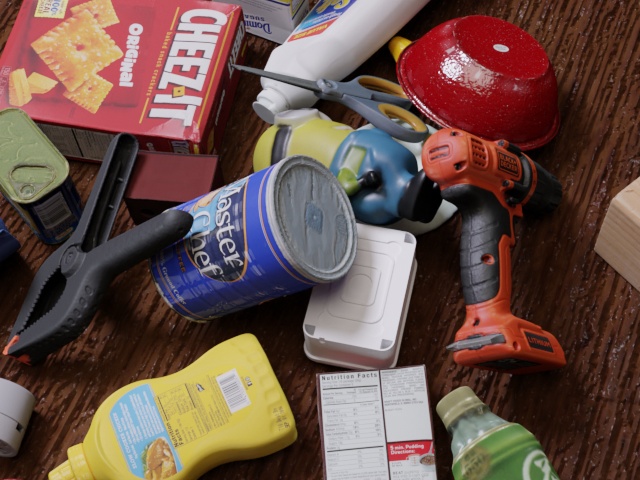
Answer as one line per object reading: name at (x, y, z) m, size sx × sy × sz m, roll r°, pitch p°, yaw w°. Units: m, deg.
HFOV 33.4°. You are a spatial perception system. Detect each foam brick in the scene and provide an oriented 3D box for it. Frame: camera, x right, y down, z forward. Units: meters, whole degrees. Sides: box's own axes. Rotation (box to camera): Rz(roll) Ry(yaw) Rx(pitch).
foam brick at (-0.129, -0.044, 0.957) m, size 0.078 × 0.053 × 0.051 m, roll 4°, pitch 61°, yaw 7°

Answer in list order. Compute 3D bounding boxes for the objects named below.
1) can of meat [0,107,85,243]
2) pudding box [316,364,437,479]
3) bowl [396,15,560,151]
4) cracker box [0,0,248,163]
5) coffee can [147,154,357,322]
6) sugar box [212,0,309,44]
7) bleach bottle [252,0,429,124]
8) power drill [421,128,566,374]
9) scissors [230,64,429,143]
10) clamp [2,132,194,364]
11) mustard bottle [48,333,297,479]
can of meat at (-0.258, -0.055, 0.953) m, size 0.057 × 0.084 × 0.102 m, roll -37°, pitch 65°, yaw -16°
pudding box at (0.044, 0.157, 0.840) m, size 0.090 × 0.039 × 0.113 m, roll -5°, pitch 62°, yaw 2°
bowl at (0.152, -0.154, 0.962) m, size 0.162 × 0.055 × 0.162 m, roll 12°, pitch 44°, yaw -12°
cracker box at (-0.192, -0.157, 1.013) m, size 0.214 × 0.072 × 0.164 m, roll 9°, pitch 62°, yaw 8°
coffee can at (-0.056, 0.001, 0.862) m, size 0.141 × 0.102 × 0.103 m, roll -20°, pitch 53°, yaw 36°
sugar box at (-0.062, -0.265, 1.004) m, size 0.093 × 0.176 × 0.048 m, roll 22°, pitch 67°, yaw 15°
bleach bottle at (0.030, -0.205, 1.018) m, size 0.103 × 0.068 × 0.250 m, roll 15°, pitch 58°, yaw 50°
power drill at (0.152, 0.012, 0.869) m, size 0.057 × 0.184 × 0.187 m, roll -18°, pitch 69°, yaw 38°
scissors at (0.021, -0.121, 0.940) m, size 0.201 × 0.016 × 0.096 m, roll -5°, pitch 46°, yaw -45°
clamp at (-0.188, 0.021, 0.878) m, size 0.210 × 0.036 × 0.165 m, roll -56°, pitch 37°, yaw 3°
mustard bottle at (-0.121, 0.152, 0.843) m, size 0.191 × 0.058 × 0.096 m, roll -23°, pitch 63°, yaw -9°
